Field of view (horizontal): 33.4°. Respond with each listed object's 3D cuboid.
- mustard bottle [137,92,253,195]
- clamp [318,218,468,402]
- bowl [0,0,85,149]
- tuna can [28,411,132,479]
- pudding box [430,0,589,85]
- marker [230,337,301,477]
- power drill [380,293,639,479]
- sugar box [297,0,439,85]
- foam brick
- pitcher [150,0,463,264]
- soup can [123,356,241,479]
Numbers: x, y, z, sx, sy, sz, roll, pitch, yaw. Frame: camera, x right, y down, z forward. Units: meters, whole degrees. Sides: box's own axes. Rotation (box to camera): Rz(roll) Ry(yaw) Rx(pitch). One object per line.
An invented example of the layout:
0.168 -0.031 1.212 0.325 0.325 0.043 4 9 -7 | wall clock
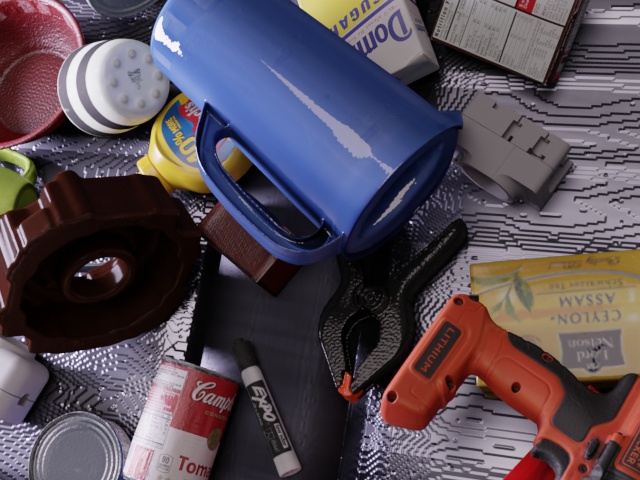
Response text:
-0.090 -0.098 0.940 0.191 0.058 0.096 -37 67 3 | mustard bottle
0.036 0.043 0.869 0.120 0.039 0.171 18 72 28 | clamp
-0.285 -0.153 1.018 0.162 0.055 0.162 -5 72 15 | bowl
-0.199 0.189 0.896 0.086 0.033 0.086 -5 72 15 | tuna can
0.157 -0.190 0.881 0.114 0.039 0.090 28 118 22 | pudding box
-0.046 0.135 0.875 0.020 0.020 0.121 -27 67 7 | marker
0.137 0.134 0.710 0.188 0.057 0.184 29 66 19 | power drill
0.030 -0.211 0.928 0.093 0.048 0.176 -25 72 22 | sugar box
-0.056 0.001 0.902 0.078 0.053 0.051 38 87 22 | foam brick
-0.024 -0.101 0.830 0.243 0.149 0.145 42 115 16 | pitcher
-0.112 0.152 0.863 0.069 0.068 0.102 14 78 20 | soup can
